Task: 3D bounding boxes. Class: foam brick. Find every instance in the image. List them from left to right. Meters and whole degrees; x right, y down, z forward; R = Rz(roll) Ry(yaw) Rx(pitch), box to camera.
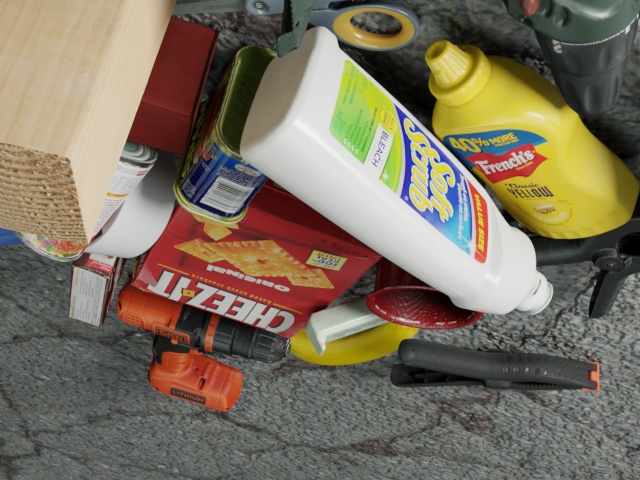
[{"bbox_3d":[-0.106,-0.108,0.737,0.051,0.078,0.053,16,150,-8],"label":"foam brick"}]

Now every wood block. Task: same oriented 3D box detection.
[{"bbox_3d":[-0.149,-0.114,0.614,0.090,0.206,0.091,11,150,3],"label":"wood block"}]

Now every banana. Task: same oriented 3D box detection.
[{"bbox_3d":[0.032,0.097,1.074,0.198,0.037,0.069,-12,142,37],"label":"banana"}]

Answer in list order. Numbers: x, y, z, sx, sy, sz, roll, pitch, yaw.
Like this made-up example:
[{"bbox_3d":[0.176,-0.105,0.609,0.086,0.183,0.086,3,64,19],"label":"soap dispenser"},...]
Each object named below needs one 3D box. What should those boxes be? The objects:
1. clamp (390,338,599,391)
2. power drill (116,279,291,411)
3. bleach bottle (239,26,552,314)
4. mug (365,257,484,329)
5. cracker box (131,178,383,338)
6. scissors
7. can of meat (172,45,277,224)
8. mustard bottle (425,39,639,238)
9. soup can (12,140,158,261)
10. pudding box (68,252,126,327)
[{"bbox_3d":[0.168,0.130,1.063,0.210,0.036,0.165,5,165,-4],"label":"clamp"},{"bbox_3d":[-0.122,0.117,1.143,0.184,0.057,0.188,18,148,7],"label":"power drill"},{"bbox_3d":[0.066,-0.030,0.723,0.250,0.102,0.068,35,140,-25],"label":"bleach bottle"},{"bbox_3d":[0.097,0.022,0.870,0.117,0.081,0.093,22,153,-28],"label":"mug"},{"bbox_3d":[-0.056,0.001,0.909,0.164,0.072,0.214,20,150,-14],"label":"cracker box"},{"bbox_3d":[-0.022,-0.147,0.700,0.202,0.016,0.096,-8,144,33],"label":"scissors"},{"bbox_3d":[-0.057,-0.075,0.751,0.057,0.102,0.084,22,147,-16],"label":"can of meat"},{"bbox_3d":[0.132,-0.071,0.723,0.096,0.058,0.191,1,150,46],"label":"mustard bottle"},{"bbox_3d":[-0.173,-0.043,0.773,0.068,0.068,0.102,30,115,-28],"label":"soup can"},{"bbox_3d":[-0.198,0.016,0.972,0.039,0.090,0.114,16,150,-4],"label":"pudding box"}]
